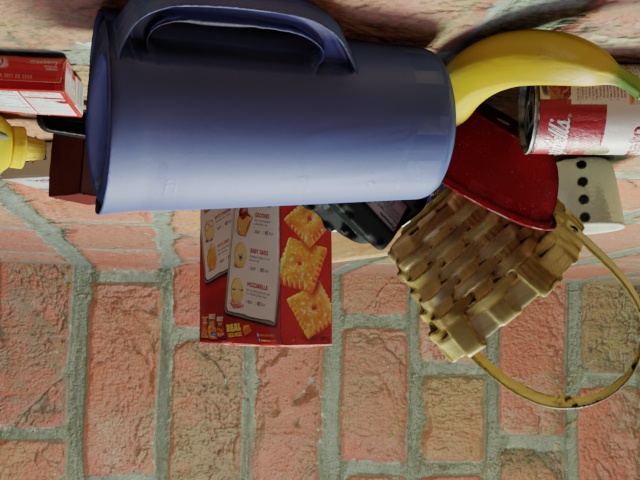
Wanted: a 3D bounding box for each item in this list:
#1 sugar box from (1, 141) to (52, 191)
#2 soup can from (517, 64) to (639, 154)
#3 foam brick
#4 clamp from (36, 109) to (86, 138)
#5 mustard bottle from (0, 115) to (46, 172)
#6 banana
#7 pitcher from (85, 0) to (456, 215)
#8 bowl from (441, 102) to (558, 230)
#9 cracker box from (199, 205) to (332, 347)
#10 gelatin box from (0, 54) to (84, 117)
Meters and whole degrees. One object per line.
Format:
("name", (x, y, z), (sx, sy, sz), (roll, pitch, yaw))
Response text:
("sugar box", (-0.272, -0.076, 1.228), (0.093, 0.048, 0.176), (-1, 170, 23))
("soup can", (0.202, -0.097, 0.789), (0.102, 0.068, 0.068), (1, 174, 0))
("foam brick", (-0.227, -0.077, 1.042), (0.051, 0.078, 0.052), (-1, 174, 38))
("clamp", (-0.184, -0.102, 0.980), (0.120, 0.039, 0.171), (2, 170, 2))
("mustard bottle", (-0.355, -0.094, 1.000), (0.191, 0.058, 0.096), (4, 172, -24))
("banana", (0.128, -0.110, 0.731), (0.037, 0.069, 0.198), (-44, -158, -23))
("pitcher", (-0.034, -0.089, 0.719), (0.242, 0.145, 0.149), (0, -173, -18))
("bowl", (0.137, -0.074, 0.876), (0.162, 0.055, 0.162), (27, -162, -10))
("cracker box", (-0.057, 0.001, 1.096), (0.071, 0.214, 0.164), (3, 174, -34))
("gelatin box", (-0.230, -0.122, 0.839), (0.073, 0.030, 0.089), (3, 174, -3))
